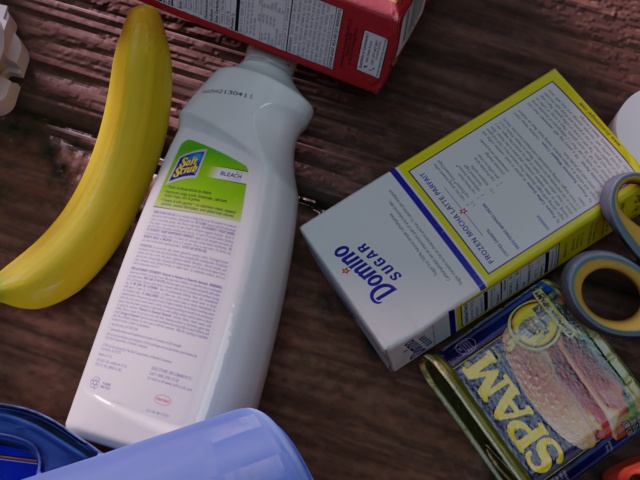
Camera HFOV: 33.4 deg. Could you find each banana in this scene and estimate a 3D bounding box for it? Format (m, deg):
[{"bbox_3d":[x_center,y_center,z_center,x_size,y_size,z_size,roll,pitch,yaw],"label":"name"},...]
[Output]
[{"bbox_3d":[-0.128,-0.036,0.609,0.037,0.069,0.198,26,84,36],"label":"banana"}]

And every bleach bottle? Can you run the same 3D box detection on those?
[{"bbox_3d":[-0.054,0.001,0.596,0.103,0.068,0.251,11,75,23],"label":"bleach bottle"}]

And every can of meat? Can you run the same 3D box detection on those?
[{"bbox_3d":[0.118,0.083,0.581,0.084,0.057,0.102,-34,78,-8],"label":"can of meat"}]

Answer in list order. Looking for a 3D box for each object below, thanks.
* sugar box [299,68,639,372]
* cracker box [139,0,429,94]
[{"bbox_3d":[0.087,-0.012,0.603,0.176,0.048,0.093,-32,63,-3],"label":"sugar box"},{"bbox_3d":[-0.029,-0.193,0.621,0.214,0.072,0.164,22,57,7],"label":"cracker box"}]
